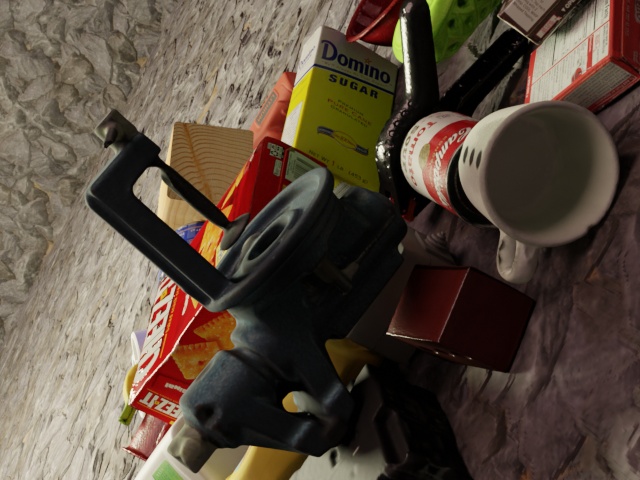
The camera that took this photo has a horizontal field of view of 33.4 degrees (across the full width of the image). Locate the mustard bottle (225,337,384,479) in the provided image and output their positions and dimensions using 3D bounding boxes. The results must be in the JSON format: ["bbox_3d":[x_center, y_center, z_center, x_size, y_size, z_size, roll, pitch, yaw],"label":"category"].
[{"bbox_3d":[-0.022,0.151,0.801,0.192,0.058,0.096,-61,-10,10],"label":"mustard bottle"}]

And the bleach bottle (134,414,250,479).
[{"bbox_3d":[-0.130,0.252,0.942,0.068,0.102,0.251,-33,-18,-49],"label":"bleach bottle"}]

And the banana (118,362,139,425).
[{"bbox_3d":[-0.173,0.161,1.104,0.197,0.037,0.069,64,-131,-74],"label":"banana"}]

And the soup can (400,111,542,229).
[{"bbox_3d":[0.102,-0.052,0.747,0.068,0.068,0.102,-62,19,6],"label":"soup can"}]

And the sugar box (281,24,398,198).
[{"bbox_3d":[0.018,-0.117,1.007,0.048,0.093,0.176,-40,30,48],"label":"sugar box"}]

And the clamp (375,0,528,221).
[{"bbox_3d":[0.080,-0.101,0.804,0.039,0.120,0.171,37,105,57],"label":"clamp"}]

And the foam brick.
[{"bbox_3d":[0.088,0.049,0.679,0.051,0.053,0.078,-67,18,-9],"label":"foam brick"}]

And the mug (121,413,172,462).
[{"bbox_3d":[-0.130,0.179,1.005,0.081,0.093,0.117,-63,-12,-14],"label":"mug"}]

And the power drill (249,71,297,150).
[{"bbox_3d":[-0.025,-0.118,1.171,0.185,0.057,0.187,-56,21,21],"label":"power drill"}]

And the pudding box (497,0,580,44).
[{"bbox_3d":[0.169,-0.190,0.741,0.090,0.039,0.113,-49,7,26],"label":"pudding box"}]

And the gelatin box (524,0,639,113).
[{"bbox_3d":[0.174,-0.116,0.702,0.089,0.030,0.073,-41,28,49],"label":"gelatin box"}]

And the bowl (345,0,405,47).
[{"bbox_3d":[0.093,-0.238,1.003,0.162,0.055,0.162,-50,16,20],"label":"bowl"}]

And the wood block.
[{"bbox_3d":[-0.138,-0.051,1.228,0.206,0.090,0.091,125,149,-69],"label":"wood block"}]

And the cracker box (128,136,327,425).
[{"bbox_3d":[-0.081,0.037,0.920,0.214,0.072,0.164,-51,20,36],"label":"cracker box"}]
